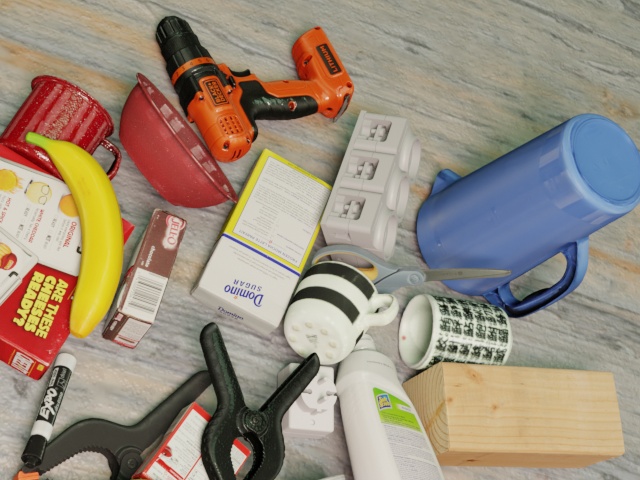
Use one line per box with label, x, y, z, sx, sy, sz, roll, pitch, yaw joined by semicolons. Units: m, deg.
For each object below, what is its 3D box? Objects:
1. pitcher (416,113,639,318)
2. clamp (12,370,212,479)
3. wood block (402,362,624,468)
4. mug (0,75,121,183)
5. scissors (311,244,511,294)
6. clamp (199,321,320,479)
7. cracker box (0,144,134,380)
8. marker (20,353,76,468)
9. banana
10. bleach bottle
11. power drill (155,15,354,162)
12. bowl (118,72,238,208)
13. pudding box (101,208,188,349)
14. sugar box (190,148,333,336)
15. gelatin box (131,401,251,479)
pitcher;0.225;-0.028;1.124;0.149;0.243;0.145;29;59;-17
clamp;-0.170;0.215;0.975;0.209;0.036;0.164;-9;72;-30
wood block;0.201;0.186;1.113;0.205;0.091;0.090;6;67;-21
mug;-0.251;-0.094;1.040;0.117;0.093;0.081;33;65;-12
scissors;0.088;0.051;1.096;0.202;0.096;0.016;11;33;7
clamp;-0.057;0.164;0.979;0.120;0.039;0.171;8;70;-17
cracker box;-0.307;0.004;0.985;0.213;0.072;0.164;32;61;-9
marker;-0.243;0.152;0.957;0.020;0.020;0.121;22;42;-13
banana;-0.214;-0.010;0.971;0.069;0.037;0.198;-13;75;-16
bleach bottle;0.071;0.202;1.041;0.102;0.068;0.251;25;37;-38
power drill;-0.072;-0.181;1.168;0.187;0.057;0.184;-17;70;-27
bowl;-0.151;-0.087;1.064;0.055;0.162;0.162;-37;86;3
pudding box;-0.168;0.037;1.019;0.039;0.090;0.113;23;62;-11
sugar box;-0.058;0.001;1.107;0.093;0.048;0.176;29;64;-9
gelatin box;-0.117;0.204;0.969;0.073;0.030;0.089;43;53;-10
